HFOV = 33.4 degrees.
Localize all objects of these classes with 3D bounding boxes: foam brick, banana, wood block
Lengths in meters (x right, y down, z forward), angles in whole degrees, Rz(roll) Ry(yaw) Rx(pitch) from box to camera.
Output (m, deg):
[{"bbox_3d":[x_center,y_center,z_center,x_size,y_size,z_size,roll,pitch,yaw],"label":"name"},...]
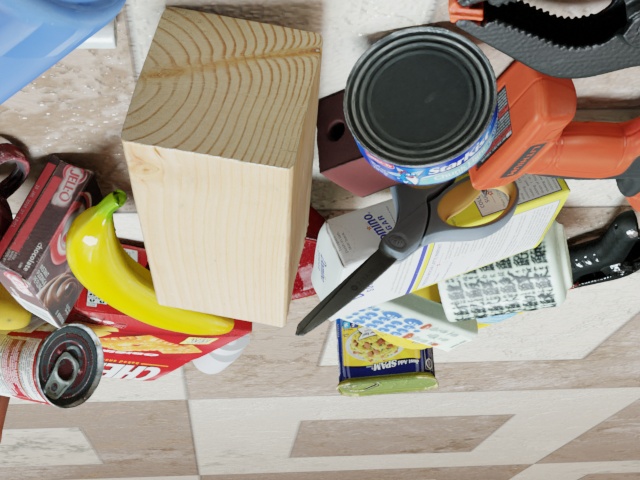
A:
[{"bbox_3d":[0.042,-0.068,0.668,0.078,0.053,0.051,-19,154,33],"label":"foam brick"},{"bbox_3d":[-0.129,0.029,0.765,0.070,0.037,0.197,-4,151,19],"label":"banana"},{"bbox_3d":[-0.054,-0.034,0.642,0.091,0.090,0.206,11,153,3],"label":"wood block"}]

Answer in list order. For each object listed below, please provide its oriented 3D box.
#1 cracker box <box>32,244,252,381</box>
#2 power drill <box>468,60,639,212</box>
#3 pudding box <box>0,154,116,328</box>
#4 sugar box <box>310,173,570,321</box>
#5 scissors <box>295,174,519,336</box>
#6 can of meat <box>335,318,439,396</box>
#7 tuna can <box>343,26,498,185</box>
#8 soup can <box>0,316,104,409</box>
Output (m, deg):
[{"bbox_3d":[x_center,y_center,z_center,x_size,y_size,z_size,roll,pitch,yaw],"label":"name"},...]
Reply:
[{"bbox_3d":[-0.182,0.072,0.976,0.163,0.072,0.214,11,156,-30],"label":"cracker box"},{"bbox_3d":[0.200,-0.072,0.670,0.187,0.057,0.185,6,154,-18],"label":"power drill"},{"bbox_3d":[-0.190,0.003,0.766,0.039,0.090,0.113,25,161,5],"label":"pudding box"},{"bbox_3d":[0.083,-0.004,0.769,0.176,0.048,0.093,-16,155,-14],"label":"sugar box"},{"bbox_3d":[0.042,-0.011,0.688,0.201,0.096,0.016,-24,147,-28],"label":"scissors"},{"bbox_3d":[0.066,0.110,1.090,0.102,0.084,0.057,-7,159,11],"label":"can of meat"},{"bbox_3d":[0.058,-0.075,0.603,0.086,0.086,0.033,-7,160,10],"label":"tuna can"},{"bbox_3d":[-0.236,0.096,0.868,0.102,0.068,0.068,3,166,36],"label":"soup can"}]
